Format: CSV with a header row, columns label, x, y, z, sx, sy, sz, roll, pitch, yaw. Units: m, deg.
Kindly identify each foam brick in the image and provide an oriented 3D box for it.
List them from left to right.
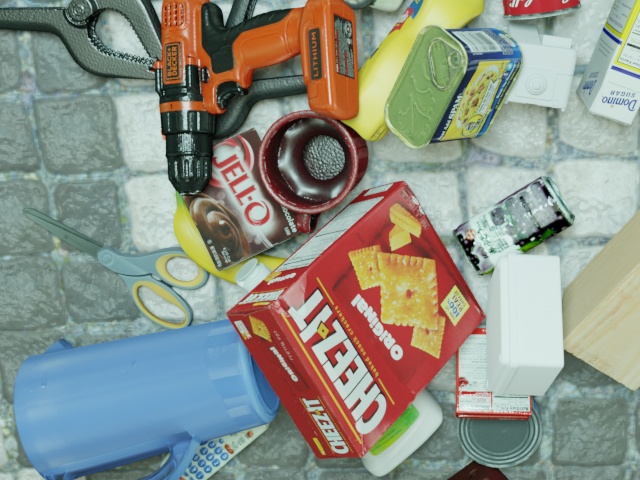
label,x,y,z,sx,sy,sz,roll,pitch,yaw
foam brick,0.158,0.272,1.113,0.078,0.053,0.051,-40,101,16

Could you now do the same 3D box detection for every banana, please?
label,x,y,z,sx,sy,sz,roll,pitch,yaw
banana,-0.068,0.015,1.056,0.197,0.037,0.070,25,110,-3

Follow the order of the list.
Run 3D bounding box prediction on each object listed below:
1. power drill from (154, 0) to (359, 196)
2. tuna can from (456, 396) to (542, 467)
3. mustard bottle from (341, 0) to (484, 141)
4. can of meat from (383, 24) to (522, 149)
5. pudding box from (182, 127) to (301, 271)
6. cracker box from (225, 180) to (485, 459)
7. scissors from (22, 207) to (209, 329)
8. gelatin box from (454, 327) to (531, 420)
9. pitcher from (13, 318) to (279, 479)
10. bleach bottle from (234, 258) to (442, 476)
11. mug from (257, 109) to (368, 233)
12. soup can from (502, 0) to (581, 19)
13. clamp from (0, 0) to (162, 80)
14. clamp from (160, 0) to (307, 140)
label,x,y,z,sx,sy,sz,roll,pitch,yaw
power drill,-0.061,-0.134,0.930,0.188,0.057,0.184,-2,90,27
tuna can,0.182,0.186,1.091,0.086,0.033,0.086,2,109,5
mustard bottle,0.089,-0.179,0.942,0.058,0.096,0.192,38,108,-4
can of meat,0.114,-0.130,0.896,0.057,0.083,0.102,48,130,30
pudding box,-0.081,-0.039,1.018,0.090,0.039,0.113,-25,96,-3
cracker box,0.041,0.068,0.974,0.072,0.213,0.164,-15,111,49
scissors,-0.196,0.009,1.078,0.096,0.016,0.201,-43,100,15
gelatin box,0.169,0.132,1.052,0.073,0.030,0.089,0,71,6
pitcher,-0.167,0.162,1.056,0.243,0.145,0.149,-14,102,12
bleach bottle,0.006,0.117,1.044,0.102,0.068,0.250,-42,110,6
mug,-0.003,-0.064,0.990,0.093,0.081,0.117,9,101,13
soup can,0.187,-0.248,0.923,0.068,0.068,0.102,-7,107,8
clamp,-0.230,-0.211,0.995,0.210,0.036,0.165,43,108,-7
clamp,-0.088,-0.159,0.999,0.172,0.039,0.120,-28,87,16
